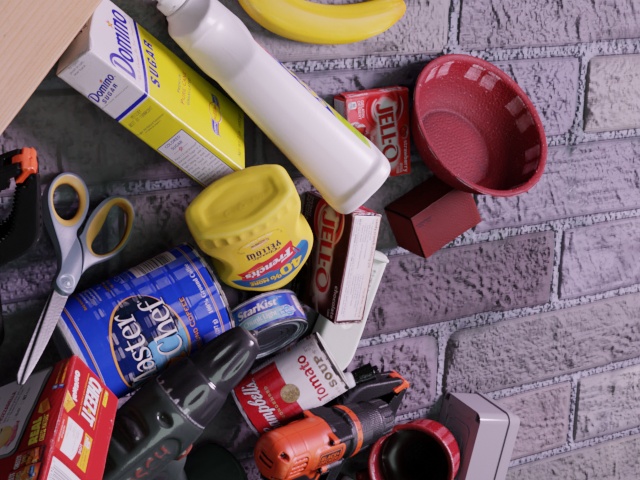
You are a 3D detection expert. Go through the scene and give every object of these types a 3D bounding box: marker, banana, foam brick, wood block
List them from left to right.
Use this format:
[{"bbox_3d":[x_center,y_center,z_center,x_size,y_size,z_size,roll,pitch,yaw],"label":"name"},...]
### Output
[{"bbox_3d":[-0.248,-0.179,0.838,0.090,0.090,0.206,38,85,-33],"label":"wood block"},{"bbox_3d":[-0.006,-0.217,0.992,0.197,0.037,0.070,12,100,-31],"label":"banana"},{"bbox_3d":[0.004,0.155,1.109,0.121,0.020,0.020,-20,115,-6],"label":"marker"},{"bbox_3d":[0.117,-0.027,1.112,0.078,0.051,0.053,-32,118,-17],"label":"foam brick"}]

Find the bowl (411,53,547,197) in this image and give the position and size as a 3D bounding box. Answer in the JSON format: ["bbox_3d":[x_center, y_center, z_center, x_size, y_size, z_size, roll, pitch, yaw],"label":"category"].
[{"bbox_3d":[0.148,-0.106,1.076,0.161,0.055,0.162,13,61,-25],"label":"bowl"}]

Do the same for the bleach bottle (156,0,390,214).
[{"bbox_3d":[-0.049,-0.134,0.948,0.068,0.103,0.250,-45,115,6],"label":"bleach bottle"}]

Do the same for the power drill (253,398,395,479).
[{"bbox_3d":[-0.014,0.245,1.066,0.184,0.057,0.188,-7,127,-47],"label":"power drill"}]

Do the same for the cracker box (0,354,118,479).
[{"bbox_3d":[-0.274,0.203,0.850,0.214,0.164,0.072,-25,123,17],"label":"cracker box"}]

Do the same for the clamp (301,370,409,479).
[{"bbox_3d":[0.017,0.194,1.134,0.171,0.039,0.120,-47,131,-7],"label":"clamp"}]

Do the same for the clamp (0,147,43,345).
[{"bbox_3d":[-0.283,0.008,0.867,0.210,0.036,0.164,-39,130,21],"label":"clamp"}]

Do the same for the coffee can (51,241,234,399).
[{"bbox_3d":[-0.162,0.076,0.959,0.140,0.103,0.103,-27,117,-20],"label":"coffee can"}]

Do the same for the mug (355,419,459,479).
[{"bbox_3d":[0.095,0.243,1.159,0.117,0.081,0.093,-21,83,16],"label":"mug"}]

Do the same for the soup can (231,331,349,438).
[{"bbox_3d":[-0.030,0.145,1.060,0.102,0.068,0.068,-31,119,0],"label":"soup can"}]

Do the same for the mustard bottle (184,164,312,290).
[{"bbox_3d":[-0.056,0.002,0.978,0.096,0.058,0.191,-28,157,-3],"label":"mustard bottle"}]

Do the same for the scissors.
[{"bbox_3d":[-0.227,0.019,0.900,0.096,0.016,0.201,48,47,-16],"label":"scissors"}]

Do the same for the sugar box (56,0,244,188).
[{"bbox_3d":[-0.139,-0.125,0.911,0.048,0.093,0.176,-33,127,23],"label":"sugar box"}]

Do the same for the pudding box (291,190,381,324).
[{"bbox_3d":[0.014,0.015,1.045,0.039,0.090,0.113,-1,106,-30],"label":"pudding box"}]

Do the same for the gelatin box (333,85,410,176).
[{"bbox_3d":[0.052,-0.106,1.064,0.073,0.030,0.089,-12,111,-26],"label":"gelatin box"}]

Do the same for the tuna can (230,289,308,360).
[{"bbox_3d":[-0.056,0.084,1.032,0.086,0.034,0.086,-23,158,-10],"label":"tuna can"}]
